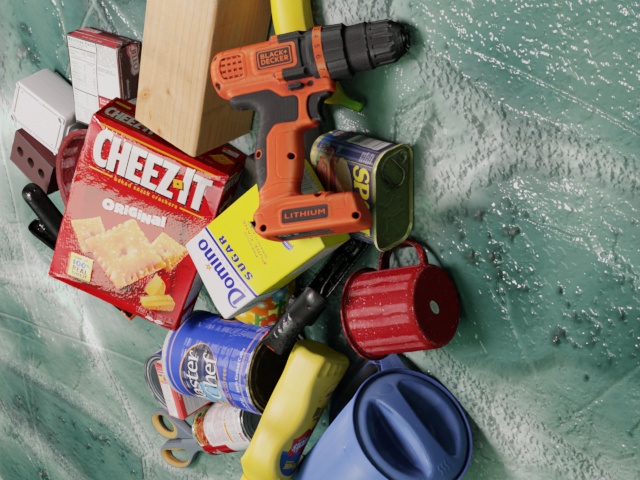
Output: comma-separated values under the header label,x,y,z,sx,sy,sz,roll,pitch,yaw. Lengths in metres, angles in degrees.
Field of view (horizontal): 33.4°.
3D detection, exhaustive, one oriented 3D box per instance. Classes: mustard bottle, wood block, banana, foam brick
label,x,y,z,sx,sy,sz,roll,pitch,yaw
mustard bottle,-0.037,0.201,1.140,0.058,0.096,0.191,27,94,15
wood block,-0.114,-0.200,1.058,0.090,0.090,0.206,34,131,25
banana,-0.013,-0.211,1.001,0.070,0.037,0.198,-10,108,21
foam brick,-0.349,-0.107,1.358,0.078,0.051,0.053,43,135,17

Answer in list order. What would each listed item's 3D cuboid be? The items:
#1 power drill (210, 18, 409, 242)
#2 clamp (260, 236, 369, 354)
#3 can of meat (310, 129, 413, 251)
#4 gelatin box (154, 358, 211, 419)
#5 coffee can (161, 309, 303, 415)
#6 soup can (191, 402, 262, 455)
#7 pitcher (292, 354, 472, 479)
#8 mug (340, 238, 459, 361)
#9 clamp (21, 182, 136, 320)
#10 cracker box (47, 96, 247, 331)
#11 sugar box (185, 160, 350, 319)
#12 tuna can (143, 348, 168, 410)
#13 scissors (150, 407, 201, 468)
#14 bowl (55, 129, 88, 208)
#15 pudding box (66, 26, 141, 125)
label,x,y,z,sx,sy,sz,roll,pitch,yaw
power drill,-0.001,-0.099,0.955,0.185,0.057,0.187,-10,80,16
clamp,-0.017,0.069,1.078,0.039,0.120,0.172,40,125,6
can of meat,0.039,-0.051,1.023,0.084,0.057,0.102,20,124,38
gelatin box,-0.152,0.164,1.295,0.030,0.089,0.073,5,115,43
coffee can,-0.097,0.139,1.220,0.141,0.102,0.103,7,117,41
soup can,-0.100,0.222,1.294,0.102,0.068,0.068,-19,98,46
pitcher,0.045,0.236,1.136,0.145,0.149,0.243,38,138,1
mug,0.080,0.055,1.029,0.082,0.093,0.117,-11,68,41
clamp,-0.308,0.017,1.367,0.210,0.036,0.165,42,161,9
cracker box,-0.194,-0.025,1.177,0.164,0.072,0.214,24,118,4
sugar box,-0.057,0.002,1.055,0.177,0.048,0.093,-37,77,40
tuna can,-0.187,0.178,1.377,0.086,0.033,0.086,22,126,34
scissors,-0.164,0.251,1.408,0.202,0.016,0.096,-32,89,47
bowl,-0.245,-0.064,1.281,0.162,0.055,0.162,22,126,34
pudding box,-0.246,-0.182,1.231,0.090,0.039,0.113,22,124,34
